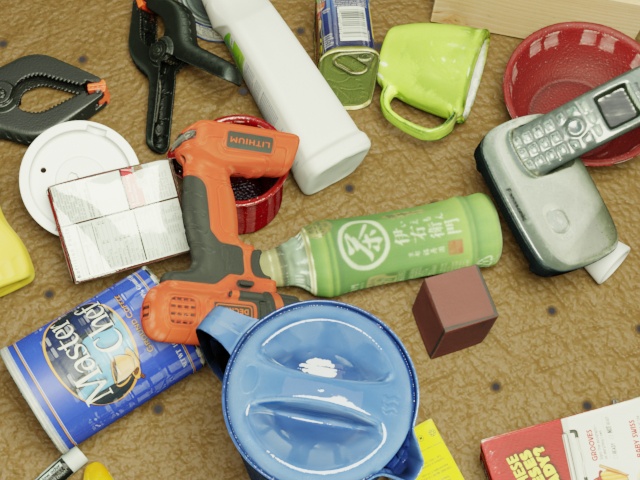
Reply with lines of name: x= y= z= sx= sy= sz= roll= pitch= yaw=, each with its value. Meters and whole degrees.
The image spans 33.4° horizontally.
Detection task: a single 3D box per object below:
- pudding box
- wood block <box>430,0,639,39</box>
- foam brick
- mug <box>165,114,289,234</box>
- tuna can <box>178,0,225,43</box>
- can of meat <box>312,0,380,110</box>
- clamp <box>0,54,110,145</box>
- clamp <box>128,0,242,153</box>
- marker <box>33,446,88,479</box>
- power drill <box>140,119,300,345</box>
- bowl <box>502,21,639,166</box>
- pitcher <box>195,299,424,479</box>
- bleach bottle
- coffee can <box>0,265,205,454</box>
pudding box: x=-0.176 y=-0.018 z=0.944 sx=0.113 sy=0.039 sz=0.090 roll=-15 pitch=93 yaw=-11
wood block: x=0.225 y=-0.265 z=1.086 sx=0.206 sy=0.091 sz=0.090 roll=11 pitch=66 yaw=3
foam brick: x=0.119 y=0.064 z=0.948 sx=0.053 sy=0.078 sz=0.051 roll=-16 pitch=68 yaw=-11
mug: x=-0.087 y=-0.059 z=0.989 sx=0.117 sy=0.081 sz=0.093 roll=13 pitch=67 yaw=3
tuna can: x=-0.103 y=-0.246 z=1.094 sx=0.086 sy=0.034 sz=0.086 roll=1 pitch=67 yaw=-2
can of meat: x=0.022 y=-0.189 z=1.040 sx=0.057 sy=0.102 sz=0.084 roll=-3 pitch=65 yaw=-5
clamp: x=-0.314 y=-0.142 z=1.039 sx=0.210 sy=0.036 sz=0.164 roll=-13 pitch=72 yaw=-6
clamp: x=-0.152 y=-0.171 z=1.047 sx=0.120 sy=0.039 sz=0.171 roll=-42 pitch=56 yaw=14
marker: x=-0.248 y=0.220 z=0.898 sx=0.121 sy=0.020 sz=0.020 roll=-41 pitch=74 yaw=-17
power drill: x=-0.056 y=0.001 z=0.889 sx=0.184 sy=0.057 sz=0.187 roll=8 pitch=73 yaw=-28
bowl: x=0.255 y=-0.134 z=1.050 sx=0.162 sy=0.055 sz=0.162 roll=1 pitch=67 yaw=-2
pitcher: x=-0.012 y=0.140 z=0.820 sx=0.145 sy=0.243 sz=0.149 roll=-7 pitch=67 yaw=-6
bleach bottle: x=-0.047 y=-0.170 z=1.005 sx=0.068 sy=0.103 sz=0.251 roll=-28 pitch=83 yaw=-14
coffee can: x=-0.184 y=0.100 z=0.906 sx=0.140 sy=0.103 sz=0.103 roll=-31 pitch=72 yaw=-15
